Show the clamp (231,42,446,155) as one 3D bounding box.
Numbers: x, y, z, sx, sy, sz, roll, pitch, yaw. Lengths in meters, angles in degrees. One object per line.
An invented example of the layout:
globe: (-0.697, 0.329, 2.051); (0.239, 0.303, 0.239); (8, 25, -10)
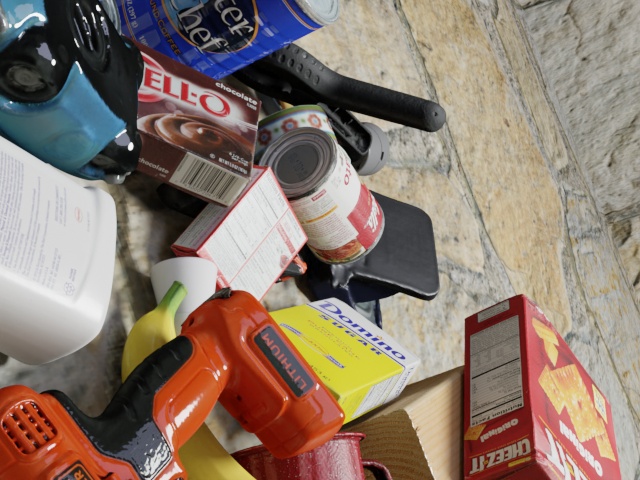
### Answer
clamp: (-0.010, -0.131, 0.931); (0.210, 0.165, 0.036); (23, 78, -11)

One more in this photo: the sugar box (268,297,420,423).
sugar box: (0.004, 0.089, 0.791); (0.093, 0.048, 0.176); (36, 17, 17)

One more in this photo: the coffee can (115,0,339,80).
coffee can: (-0.071, -0.180, 0.801); (0.102, 0.140, 0.103); (48, 29, -39)

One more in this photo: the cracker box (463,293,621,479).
cracker box: (0.192, 0.171, 0.902); (0.164, 0.072, 0.213); (50, 26, -23)

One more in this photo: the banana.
banana: (-0.065, 0.117, 0.621); (0.198, 0.069, 0.037); (59, -13, 14)

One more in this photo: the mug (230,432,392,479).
mug: (0.000, 0.172, 0.686); (0.117, 0.093, 0.081); (3, 69, -35)

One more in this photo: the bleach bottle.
bleach bottle: (-0.200, -0.035, 0.479); (0.250, 0.068, 0.102); (40, 35, -44)

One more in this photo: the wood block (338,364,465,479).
wood block: (0.081, 0.171, 0.881); (0.205, 0.090, 0.091); (-8, 76, -67)

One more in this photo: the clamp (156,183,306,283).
clamp: (-0.066, -0.021, 0.800); (0.171, 0.039, 0.120); (55, 33, -28)

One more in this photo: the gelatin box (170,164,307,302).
gelatin box: (-0.055, 0.001, 0.751); (0.089, 0.030, 0.073); (-53, 133, -28)

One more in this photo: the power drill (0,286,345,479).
power drill: (-0.066, 0.120, 0.544); (0.184, 0.057, 0.187); (53, 40, 0)

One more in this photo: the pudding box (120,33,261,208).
pudding box: (-0.099, -0.081, 0.722); (0.113, 0.039, 0.090); (26, 40, -19)

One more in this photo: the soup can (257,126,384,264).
soup can: (0.001, -0.034, 0.838); (0.102, 0.069, 0.068); (51, 26, -51)
